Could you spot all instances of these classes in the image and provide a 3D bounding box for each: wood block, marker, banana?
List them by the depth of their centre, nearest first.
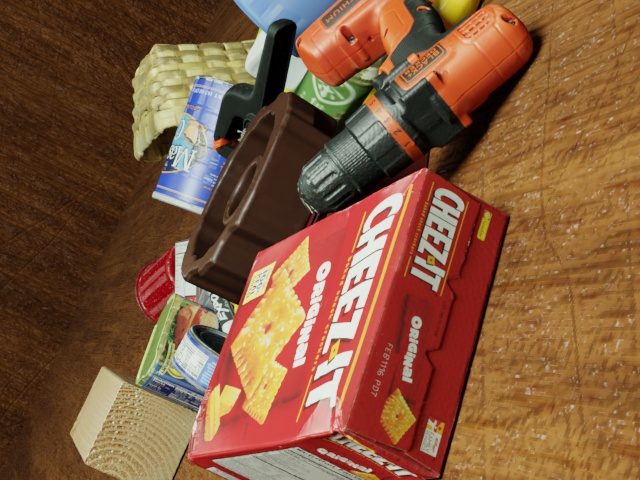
[{"bbox_3d":[0.072,-0.140,0.875,0.198,0.037,0.069,-52,19,38],"label":"banana"},{"bbox_3d":[-0.093,0.068,1.030,0.020,0.020,0.121,-54,47,34],"label":"marker"},{"bbox_3d":[-0.206,0.202,1.159,0.091,0.090,0.206,-66,14,-9],"label":"wood block"}]

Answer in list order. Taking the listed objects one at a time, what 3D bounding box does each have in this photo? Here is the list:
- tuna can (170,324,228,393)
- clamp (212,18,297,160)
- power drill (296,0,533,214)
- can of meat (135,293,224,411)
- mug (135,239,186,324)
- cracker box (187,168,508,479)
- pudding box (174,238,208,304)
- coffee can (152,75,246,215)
[{"bbox_3d":[-0.080,0.106,0.897,0.034,0.086,0.086,-61,15,7],"label":"tuna can"},{"bbox_3d":[-0.044,-0.098,0.996,0.036,0.164,0.210,-24,1,-28],"label":"clamp"},{"bbox_3d":[0.042,-0.114,0.759,0.184,0.057,0.188,-38,34,6],"label":"power drill"},{"bbox_3d":[-0.123,0.111,1.035,0.058,0.084,0.102,-47,22,48],"label":"can of meat"},{"bbox_3d":[-0.153,0.045,1.267,0.117,0.093,0.082,-29,-6,-40],"label":"mug"},{"bbox_3d":[0.008,0.065,0.661,0.214,0.072,0.164,-27,40,58],"label":"cracker box"},{"bbox_3d":[-0.130,0.053,1.160,0.090,0.039,0.113,170,102,-67],"label":"pudding box"},{"bbox_3d":[-0.111,-0.095,1.157,0.103,0.102,0.140,-164,94,-75],"label":"coffee can"}]
